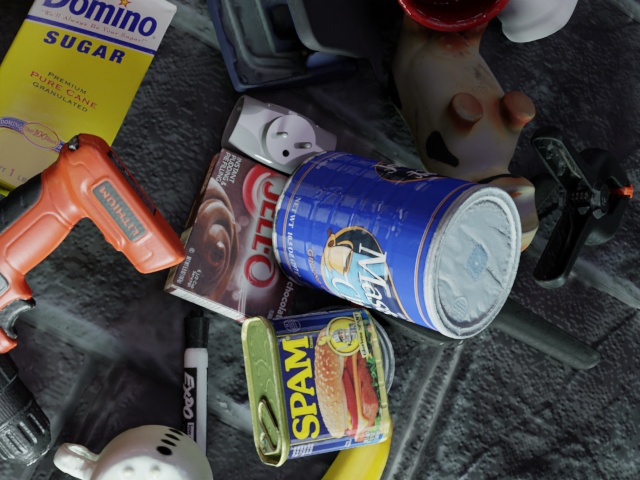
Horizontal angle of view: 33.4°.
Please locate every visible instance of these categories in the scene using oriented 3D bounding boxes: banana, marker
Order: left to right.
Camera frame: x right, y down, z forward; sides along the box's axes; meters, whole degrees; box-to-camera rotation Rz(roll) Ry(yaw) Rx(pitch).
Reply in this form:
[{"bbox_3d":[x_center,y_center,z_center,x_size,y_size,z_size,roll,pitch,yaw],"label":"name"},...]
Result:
[{"bbox_3d":[-0.090,0.110,0.770,0.020,0.020,0.121,3,81,-20],"label":"marker"},{"bbox_3d":[-0.014,0.201,0.767,0.197,0.037,0.069,-32,121,-25],"label":"banana"}]

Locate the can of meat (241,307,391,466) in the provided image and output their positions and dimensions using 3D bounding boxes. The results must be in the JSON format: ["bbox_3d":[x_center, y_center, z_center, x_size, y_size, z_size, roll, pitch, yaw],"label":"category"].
[{"bbox_3d":[-0.003,0.099,0.746,0.083,0.058,0.102,-5,85,-23],"label":"can of meat"}]

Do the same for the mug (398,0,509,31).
[{"bbox_3d":[0.081,-0.210,0.775,0.117,0.081,0.093,3,120,-6],"label":"mug"}]

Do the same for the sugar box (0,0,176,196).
[{"bbox_3d":[-0.179,-0.110,0.755,0.093,0.048,0.176,26,75,-15],"label":"sugar box"}]

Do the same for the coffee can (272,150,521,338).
[{"bbox_3d":[0.052,-0.001,0.736,0.102,0.141,0.103,-19,117,-44],"label":"coffee can"}]

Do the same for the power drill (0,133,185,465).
[{"bbox_3d":[-0.185,0.034,0.698,0.187,0.057,0.184,-35,104,-1],"label":"power drill"}]

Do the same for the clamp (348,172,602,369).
[{"bbox_3d":[0.123,0.024,0.851,0.209,0.036,0.164,0,76,-19],"label":"clamp"}]

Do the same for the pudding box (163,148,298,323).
[{"bbox_3d":[-0.055,0.001,0.787,0.090,0.039,0.113,24,76,-17],"label":"pudding box"}]

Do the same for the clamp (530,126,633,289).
[{"bbox_3d":[0.206,-0.042,0.845,0.171,0.039,0.120,-28,121,-54],"label":"clamp"}]
